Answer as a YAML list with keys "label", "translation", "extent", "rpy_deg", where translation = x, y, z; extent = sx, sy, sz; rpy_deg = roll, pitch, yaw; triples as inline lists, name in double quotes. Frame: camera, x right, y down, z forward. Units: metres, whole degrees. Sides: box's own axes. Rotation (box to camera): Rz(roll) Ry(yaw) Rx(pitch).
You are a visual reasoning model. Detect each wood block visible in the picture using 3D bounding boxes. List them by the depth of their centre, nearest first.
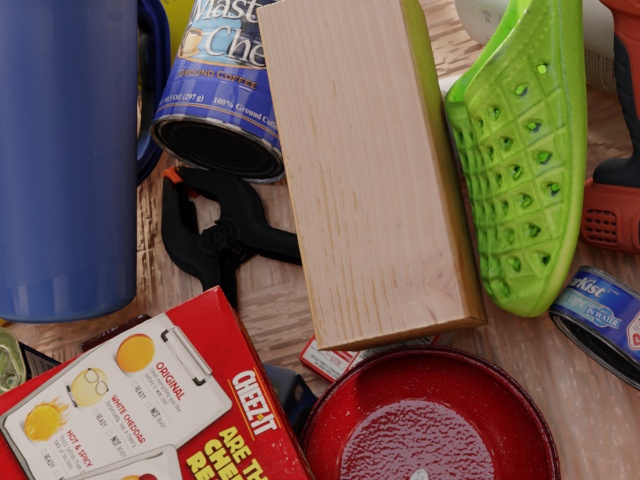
- label: "wood block"
  translation: [0.033, -0.043, 0.644]
  extent: [0.091, 0.090, 0.206]
  rpy_deg: [-13, 80, 15]

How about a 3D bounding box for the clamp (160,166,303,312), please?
- label: "clamp"
  translation: [-0.055, 0.001, 0.754]
  extent: [0.120, 0.039, 0.171]
  rpy_deg: [-32, 60, 4]

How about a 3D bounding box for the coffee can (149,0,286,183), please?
- label: "coffee can"
  translation: [-0.053, -0.126, 0.772]
  extent: [0.103, 0.102, 0.140]
  rpy_deg: [8, 71, 24]

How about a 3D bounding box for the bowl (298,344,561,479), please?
- label: "bowl"
  translation: [0.058, 0.138, 0.621]
  extent: [0.162, 0.055, 0.162]
  rpy_deg: [-2, 79, 11]

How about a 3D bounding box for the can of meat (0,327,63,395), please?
- label: "can of meat"
  translation: [-0.228, 0.114, 0.747]
  extent: [0.102, 0.084, 0.057]
  rpy_deg: [-30, 60, 7]

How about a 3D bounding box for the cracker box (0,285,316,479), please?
- label: "cracker box"
  translation: [-0.115, 0.149, 0.605]
  extent: [0.213, 0.072, 0.164]
  rpy_deg: [-27, 59, -2]

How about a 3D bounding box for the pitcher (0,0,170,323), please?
- label: "pitcher"
  translation: [-0.180, -0.072, 0.747]
  extent: [0.149, 0.145, 0.243]
  rpy_deg: [-2, 99, -5]

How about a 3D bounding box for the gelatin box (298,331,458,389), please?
- label: "gelatin box"
  translation: [0.040, 0.064, 0.695]
  extent: [0.073, 0.030, 0.089]
  rpy_deg: [32, 83, 28]
